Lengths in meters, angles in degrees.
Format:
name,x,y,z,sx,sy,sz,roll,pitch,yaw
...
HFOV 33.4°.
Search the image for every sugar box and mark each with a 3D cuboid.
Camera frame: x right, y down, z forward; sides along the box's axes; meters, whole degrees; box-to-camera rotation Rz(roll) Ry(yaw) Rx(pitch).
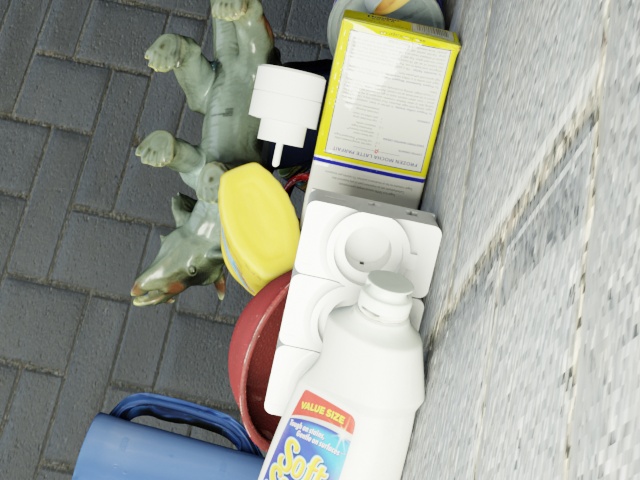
name,x,y,z,sx,sy,sz,roll,pitch,yaw
sugar box,0.045,-0.085,0.847,0.048,0.093,0.176,-80,3,-65

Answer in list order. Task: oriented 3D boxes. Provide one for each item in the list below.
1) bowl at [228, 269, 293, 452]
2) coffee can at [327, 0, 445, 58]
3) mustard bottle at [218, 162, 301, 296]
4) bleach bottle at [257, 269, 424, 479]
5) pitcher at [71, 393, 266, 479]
name,x,y,z,sx,sy,sz,roll,pitch,yaw
bowl,-0.018,0.082,0.827,0.161,0.055,0.162,-23,-57,-40
coffee can,0.062,-0.213,0.985,0.140,0.103,0.103,-80,3,-60
mustard bottle,-0.056,0.001,0.924,0.192,0.058,0.096,118,128,-78
bleach bottle,0.008,0.131,0.668,0.103,0.067,0.251,41,125,46
pitcher,-0.105,0.239,0.986,0.145,0.243,0.149,-136,58,-88
